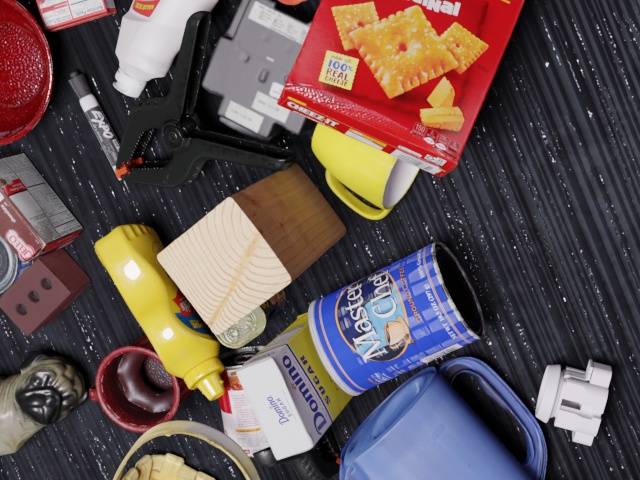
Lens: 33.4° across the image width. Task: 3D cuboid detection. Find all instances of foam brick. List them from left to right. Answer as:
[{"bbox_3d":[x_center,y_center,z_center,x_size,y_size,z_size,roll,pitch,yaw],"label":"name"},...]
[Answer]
[{"bbox_3d":[-0.298,0.055,1.154,0.078,0.051,0.053,-43,89,19],"label":"foam brick"}]

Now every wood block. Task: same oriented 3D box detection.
[{"bbox_3d":[-0.056,0.002,0.995,0.091,0.206,0.090,-36,91,19],"label":"wood block"}]

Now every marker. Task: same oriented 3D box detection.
[{"bbox_3d":[-0.229,-0.121,1.113,0.020,0.020,0.121,-26,94,19],"label":"marker"}]

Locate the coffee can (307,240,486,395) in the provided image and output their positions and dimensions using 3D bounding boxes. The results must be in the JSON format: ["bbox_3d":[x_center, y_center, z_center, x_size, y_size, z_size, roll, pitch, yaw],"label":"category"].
[{"bbox_3d":[0.073,0.076,1.030,0.140,0.102,0.103,-27,94,19],"label":"coffee can"}]

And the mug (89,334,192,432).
[{"bbox_3d":[-0.188,0.147,1.129,0.117,0.081,0.093,-17,97,18],"label":"mug"}]

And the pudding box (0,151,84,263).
[{"bbox_3d":[-0.311,-0.036,1.117,0.039,0.090,0.113,-37,90,18],"label":"pudding box"}]

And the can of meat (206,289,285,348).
[{"bbox_3d":[-0.087,0.048,1.078,0.057,0.083,0.102,-36,91,19],"label":"can of meat"}]

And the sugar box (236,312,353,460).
[{"bbox_3d":[-0.015,0.132,1.028,0.048,0.176,0.093,-23,95,19],"label":"sugar box"}]

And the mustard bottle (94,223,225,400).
[{"bbox_3d":[-0.151,0.076,1.071,0.058,0.096,0.192,-34,75,6],"label":"mustard bottle"}]

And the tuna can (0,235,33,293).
[{"bbox_3d":[-0.361,0.017,1.172,0.086,0.033,0.086,3,103,15],"label":"tuna can"}]

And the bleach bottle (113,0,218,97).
[{"bbox_3d":[-0.129,-0.247,1.021,0.251,0.067,0.103,-59,42,20],"label":"bleach bottle"}]

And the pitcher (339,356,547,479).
[{"bbox_3d":[0.152,0.242,1.042,0.243,0.144,0.149,45,121,-2],"label":"pitcher"}]

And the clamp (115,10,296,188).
[{"bbox_3d":[-0.134,-0.117,1.032,0.210,0.036,0.164,-18,102,39],"label":"clamp"}]

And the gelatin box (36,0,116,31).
[{"bbox_3d":[-0.254,-0.264,1.082,0.073,0.030,0.089,-13,99,16],"label":"gelatin box"}]

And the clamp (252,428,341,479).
[{"bbox_3d":[-0.023,0.202,1.065,0.039,0.120,0.171,-14,133,25],"label":"clamp"}]

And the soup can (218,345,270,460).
[{"bbox_3d":[-0.071,0.168,1.109,0.069,0.068,0.102,-6,101,16],"label":"soup can"}]

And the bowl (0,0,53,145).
[{"bbox_3d":[-0.339,-0.181,1.110,0.162,0.055,0.162,3,103,14],"label":"bowl"}]

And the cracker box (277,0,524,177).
[{"bbox_3d":[0.079,-0.186,0.929,0.164,0.072,0.213,24,83,-5],"label":"cracker box"}]
